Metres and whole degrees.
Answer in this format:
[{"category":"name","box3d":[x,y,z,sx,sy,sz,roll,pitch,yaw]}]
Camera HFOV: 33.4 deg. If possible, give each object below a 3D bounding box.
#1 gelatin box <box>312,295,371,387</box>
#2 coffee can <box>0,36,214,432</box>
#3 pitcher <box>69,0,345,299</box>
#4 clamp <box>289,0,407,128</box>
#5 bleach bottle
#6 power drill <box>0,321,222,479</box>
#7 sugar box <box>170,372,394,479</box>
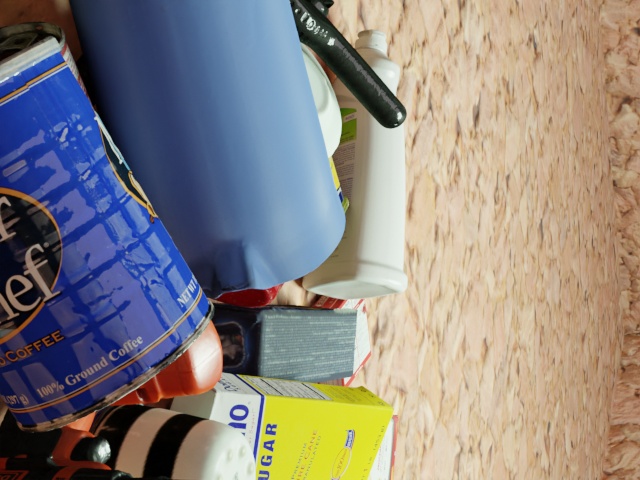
[{"category":"gelatin box","box3d":[0.019,0.089,1.029,0.073,0.030,0.089,-46,133,-56]},{"category":"coffee can","box3d":[-0.125,-0.003,0.468,0.140,0.103,0.102,61,32,-15]},{"category":"pitcher","box3d":[-0.070,-0.101,0.609,0.144,0.149,0.243,-38,132,-34]},{"category":"clamp","box3d":[-0.016,-0.190,0.869,0.209,0.036,0.165,34,21,-48]},{"category":"bleach bottle","box3d":[0.041,-0.076,0.980,0.068,0.103,0.251,16,73,-33]},{"category":"power drill","box3d":[-0.111,0.100,0.542,0.187,0.184,0.057,-63,148,-63]},{"category":"sugar box","box3d":[-0.032,0.147,0.761,0.175,0.048,0.093,11,101,-45]}]
